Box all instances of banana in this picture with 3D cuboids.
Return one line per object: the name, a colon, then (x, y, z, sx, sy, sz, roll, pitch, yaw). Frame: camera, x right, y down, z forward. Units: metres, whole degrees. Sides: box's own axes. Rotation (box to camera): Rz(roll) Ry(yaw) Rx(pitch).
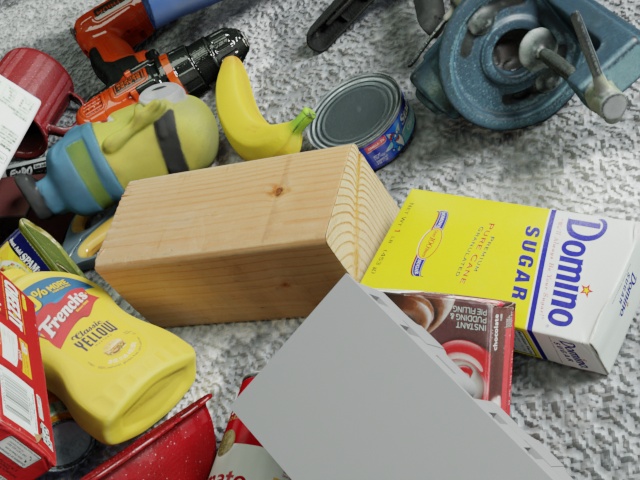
banana: (-0.056, -0.106, 0.931, 0.070, 0.037, 0.198, -57, 34, 6)

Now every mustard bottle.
mustard bottle: (-0.193, 0.073, 0.818, 0.192, 0.058, 0.096, 30, 48, 27)

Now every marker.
marker: (-0.302, -0.072, 1.092, 0.121, 0.020, 0.020, -8, 51, 29)

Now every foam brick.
foam brick: (-0.281, -0.026, 1.014, 0.078, 0.053, 0.051, -3, 53, 33)

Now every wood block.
wood block: (-0.056, 0.001, 0.811, 0.206, 0.090, 0.090, -7, 50, 30)

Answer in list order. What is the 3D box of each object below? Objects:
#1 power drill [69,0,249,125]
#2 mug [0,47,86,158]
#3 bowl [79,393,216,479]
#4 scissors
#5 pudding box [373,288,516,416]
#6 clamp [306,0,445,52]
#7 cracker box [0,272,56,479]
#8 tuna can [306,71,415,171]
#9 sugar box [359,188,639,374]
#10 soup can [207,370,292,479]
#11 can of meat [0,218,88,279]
power drill: (-0.172, -0.191, 1.076, 0.184, 0.057, 0.188, -29, 42, 2)
mug: (-0.298, -0.142, 1.108, 0.117, 0.093, 0.081, 17, 55, 8)
bowl: (-0.125, 0.168, 0.706, 0.162, 0.055, 0.162, -34, -2, -2)
scissors: (-0.245, 0.021, 0.976, 0.202, 0.016, 0.096, -32, 41, 7)
pudding box: (0.065, 0.077, 0.671, 0.114, 0.039, 0.090, 5, 93, 39)
clamp: (0.083, -0.254, 0.934, 0.165, 0.036, 0.210, 17, 76, 52)
cracker box: (-0.289, 0.132, 0.723, 0.214, 0.072, 0.164, -32, 42, 5)
tuna can: (0.034, -0.095, 0.871, 0.086, 0.033, 0.086, -19, 46, 21)
sugar box: (0.120, 0.022, 0.705, 0.177, 0.048, 0.093, 9, 60, 40)
soup can: (-0.034, 0.145, 0.689, 0.069, 0.068, 0.102, -3, 53, 32)
can of meat: (-0.249, 0.046, 0.914, 0.084, 0.057, 0.102, -46, 60, 0)
